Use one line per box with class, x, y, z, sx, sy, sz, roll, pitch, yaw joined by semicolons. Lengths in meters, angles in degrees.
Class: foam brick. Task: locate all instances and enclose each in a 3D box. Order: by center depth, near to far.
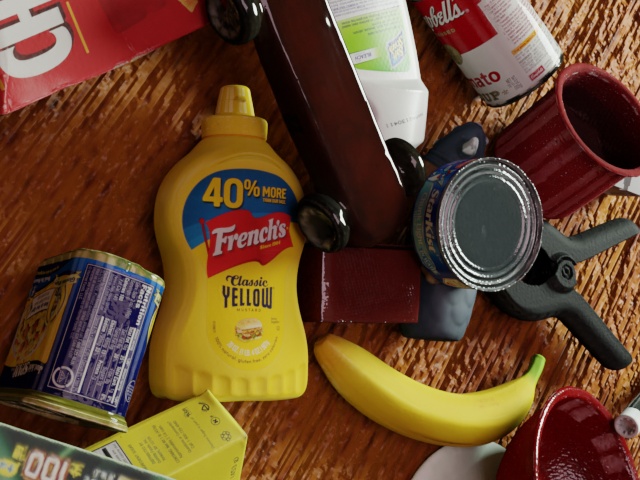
foam brick;0.020;0.029;0.699;0.078;0.053;0.051;3;85;-30

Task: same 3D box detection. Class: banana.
banana;0.079;0.108;0.741;0.197;0.037;0.069;9;64;-32

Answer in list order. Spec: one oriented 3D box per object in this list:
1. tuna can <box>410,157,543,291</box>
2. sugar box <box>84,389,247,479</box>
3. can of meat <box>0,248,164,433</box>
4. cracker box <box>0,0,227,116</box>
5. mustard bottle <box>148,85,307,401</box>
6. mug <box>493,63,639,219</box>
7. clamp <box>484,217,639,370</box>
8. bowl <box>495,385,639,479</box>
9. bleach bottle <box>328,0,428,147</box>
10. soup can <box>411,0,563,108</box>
tuna can;0.101;-0.010;0.691;0.086;0.034;0.086;-1;91;-30
sugar box;-0.126;0.155;0.577;0.175;0.093;0.048;-26;55;-31
can of meat;-0.131;0.054;0.577;0.057;0.102;0.084;23;73;-27
cracker box;-0.132;-0.181;0.590;0.213;0.072;0.164;-33;112;-35
mustard bottle;-0.054;0.001;0.652;0.096;0.058;0.191;3;84;-28
mug;0.185;-0.075;0.781;0.093;0.082;0.117;38;49;-10
clamp;0.180;0.018;0.806;0.171;0.039;0.120;25;64;-28
bowl;0.172;0.188;0.760;0.161;0.055;0.162;26;55;-43
bleach bottle;0.009;-0.148;0.701;0.102;0.068;0.251;-21;99;-30
soup can;0.119;-0.154;0.763;0.102;0.069;0.068;50;64;-19
